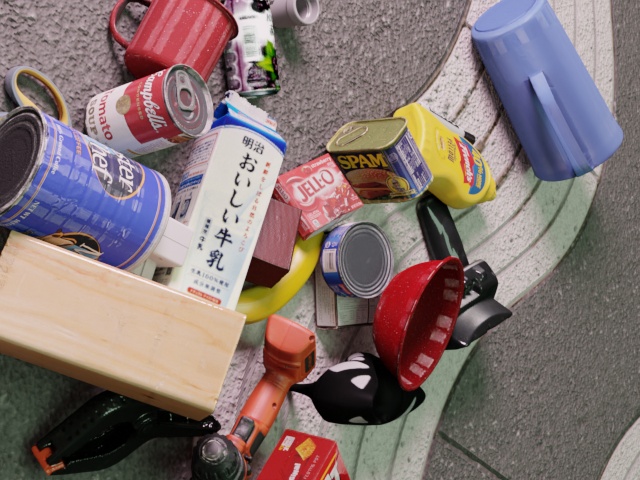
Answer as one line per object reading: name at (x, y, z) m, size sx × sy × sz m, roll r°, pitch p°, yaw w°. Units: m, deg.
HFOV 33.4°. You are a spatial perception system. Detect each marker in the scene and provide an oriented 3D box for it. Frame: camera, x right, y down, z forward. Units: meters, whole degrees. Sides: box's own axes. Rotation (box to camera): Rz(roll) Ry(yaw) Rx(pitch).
marker at (0.161, -0.148, 1.377) m, size 0.120 × 0.020 × 0.020 m, roll 24°, pitch 73°, yaw -42°

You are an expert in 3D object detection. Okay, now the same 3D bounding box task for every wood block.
wood block at (-0.180, 0.076, 0.911) m, size 0.206 × 0.091 × 0.090 m, roll 21°, pitch 72°, yaw -8°

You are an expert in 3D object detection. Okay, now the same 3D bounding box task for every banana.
banana at (-0.050, 0.038, 1.149) m, size 0.197 × 0.037 × 0.069 m, roll -36°, pitch 114°, yaw -39°

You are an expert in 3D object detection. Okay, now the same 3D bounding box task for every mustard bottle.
mustard bottle at (0.164, -0.092, 1.348) m, size 0.191 × 0.058 × 0.096 m, roll 28°, pitch 51°, yaw -42°

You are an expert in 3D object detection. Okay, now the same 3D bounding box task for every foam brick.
foam brick at (-0.057, 0.001, 1.110) m, size 0.051 × 0.053 × 0.078 m, roll 22°, pitch 58°, yaw -18°

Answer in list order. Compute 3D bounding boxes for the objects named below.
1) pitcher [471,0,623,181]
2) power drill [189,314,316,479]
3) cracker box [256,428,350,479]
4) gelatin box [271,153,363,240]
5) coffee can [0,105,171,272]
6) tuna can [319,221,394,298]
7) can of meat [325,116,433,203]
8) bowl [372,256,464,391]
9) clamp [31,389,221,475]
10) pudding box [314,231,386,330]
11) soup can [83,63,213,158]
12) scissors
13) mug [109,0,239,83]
pitcher at (0.303, -0.204, 1.439) m, size 0.144 × 0.149 × 0.242 m, roll -45°, pitch 117°, yaw -23°
power drill at (-0.068, 0.170, 1.052) m, size 0.187 × 0.057 × 0.184 m, roll -60°, pitch 170°, yaw -23°
cracker box at (-0.016, 0.330, 1.107) m, size 0.164 × 0.072 × 0.213 m, roll -57°, pitch 142°, yaw -40°
gelatin box at (-0.005, -0.049, 1.180) m, size 0.089 × 0.030 × 0.073 m, roll -27°, pitch 80°, yaw -43°
coffee can at (-0.215, -0.041, 0.924) m, size 0.140 × 0.103 × 0.103 m, roll 29°, pitch 69°, yaw -43°
tuna can at (0.040, 0.022, 1.189) m, size 0.085 × 0.034 × 0.086 m, roll 3°, pitch 85°, yaw -41°
can of meat at (0.070, -0.090, 1.227) m, size 0.057 × 0.102 × 0.084 m, roll -53°, pitch 126°, yaw -32°
bowl at (0.104, 0.087, 1.211) m, size 0.161 × 0.055 × 0.162 m, roll -43°, pitch 144°, yaw -44°
clamp at (-0.164, 0.154, 0.992) m, size 0.209 × 0.036 × 0.165 m, roll -17°, pitch 139°, yaw -38°
pudding box at (0.036, 0.044, 1.235) m, size 0.089 × 0.039 × 0.113 m, roll -1°, pitch 87°, yaw -42°
soup can at (-0.159, -0.116, 0.986) m, size 0.068 × 0.102 × 0.068 m, roll 27°, pitch 56°, yaw -51°
scissors at (-0.234, -0.066, 0.982) m, size 0.096 × 0.016 × 0.201 m, roll -50°, pitch 122°, yaw -32°
mug at (-0.148, -0.194, 1.028) m, size 0.117 × 0.093 × 0.081 m, roll 27°, pitch 73°, yaw -9°
